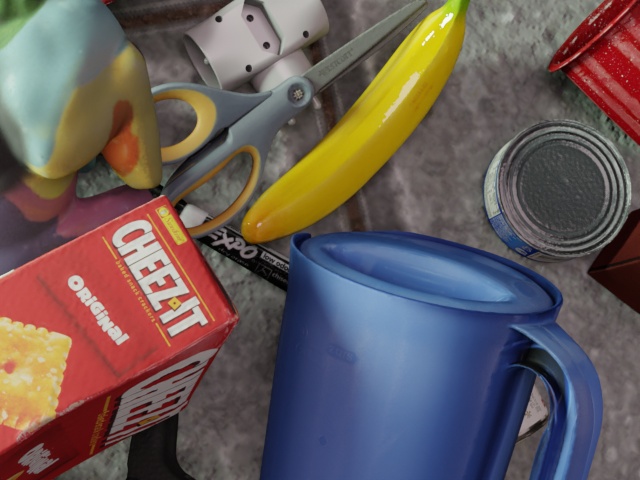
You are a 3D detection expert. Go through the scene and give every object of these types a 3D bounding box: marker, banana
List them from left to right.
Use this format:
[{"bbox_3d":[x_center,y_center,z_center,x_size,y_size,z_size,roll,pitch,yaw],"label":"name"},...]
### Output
[{"bbox_3d":[-0.054,0.001,0.629,0.121,0.020,0.020,30,78,-4],"label":"marker"},{"bbox_3d":[0.025,-0.069,0.630,0.037,0.069,0.198,36,84,29],"label":"banana"}]

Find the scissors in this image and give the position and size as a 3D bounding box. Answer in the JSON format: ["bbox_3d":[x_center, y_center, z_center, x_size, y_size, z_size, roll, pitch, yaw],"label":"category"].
[{"bbox_3d":[-0.033,-0.091,0.606,0.096,0.016,0.201,41,86,-21],"label":"scissors"}]

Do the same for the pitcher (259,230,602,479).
[{"bbox_3d":[0.036,0.123,0.530,0.145,0.149,0.243,10,103,-2],"label":"pitcher"}]

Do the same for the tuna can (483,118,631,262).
[{"bbox_3d":[0.145,-0.030,0.658,0.086,0.034,0.086,1,81,-9],"label":"tuna can"}]

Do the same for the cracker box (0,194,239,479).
[{"bbox_3d":[-0.151,0.082,0.466,0.213,0.164,0.072,-29,80,-23],"label":"cracker box"}]
